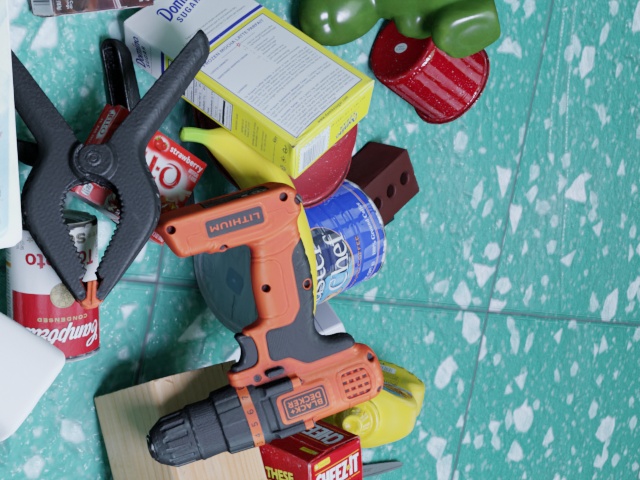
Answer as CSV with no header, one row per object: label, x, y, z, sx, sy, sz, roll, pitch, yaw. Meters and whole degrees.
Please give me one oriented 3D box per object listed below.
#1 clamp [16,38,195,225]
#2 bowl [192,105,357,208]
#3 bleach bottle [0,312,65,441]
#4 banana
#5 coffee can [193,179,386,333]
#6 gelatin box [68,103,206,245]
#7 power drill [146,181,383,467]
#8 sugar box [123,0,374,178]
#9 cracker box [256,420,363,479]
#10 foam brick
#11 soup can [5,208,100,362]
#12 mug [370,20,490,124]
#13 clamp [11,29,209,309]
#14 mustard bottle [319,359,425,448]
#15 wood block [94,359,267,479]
clamp,-0.159,-0.056,0.828,0.120,0.039,0.171,-42,122,-21
bowl,-0.024,-0.110,0.891,0.161,0.055,0.162,13,65,-32
bleach bottle,-0.277,0.025,0.646,0.250,0.103,0.068,38,68,-10
banana,-0.042,-0.011,0.836,0.069,0.037,0.198,-30,100,-19
coffee can,-0.025,0.012,0.936,0.140,0.103,0.103,-25,117,-40
gelatin box,-0.139,-0.049,0.801,0.089,0.030,0.073,36,76,-37
power drill,-0.060,0.062,0.790,0.184,0.057,0.187,-19,103,-12
sugar box,-0.057,-0.132,0.819,0.093,0.176,0.048,-43,158,-29
cracker box,-0.038,0.253,0.941,0.071,0.164,0.214,-20,114,-43
foam brick,0.050,-0.052,1.035,0.078,0.051,0.053,-43,129,-30
soup can,-0.197,0.032,0.788,0.068,0.069,0.102,-10,107,-44
mug,0.103,-0.181,1.040,0.081,0.093,0.117,28,49,-41
clamp,-0.169,-0.059,0.742,0.164,0.036,0.210,8,80,-12
mustard bottle,0.042,0.152,0.988,0.191,0.096,0.058,-11,114,-80
wood block,-0.101,0.211,0.863,0.090,0.090,0.206,-9,81,-45
